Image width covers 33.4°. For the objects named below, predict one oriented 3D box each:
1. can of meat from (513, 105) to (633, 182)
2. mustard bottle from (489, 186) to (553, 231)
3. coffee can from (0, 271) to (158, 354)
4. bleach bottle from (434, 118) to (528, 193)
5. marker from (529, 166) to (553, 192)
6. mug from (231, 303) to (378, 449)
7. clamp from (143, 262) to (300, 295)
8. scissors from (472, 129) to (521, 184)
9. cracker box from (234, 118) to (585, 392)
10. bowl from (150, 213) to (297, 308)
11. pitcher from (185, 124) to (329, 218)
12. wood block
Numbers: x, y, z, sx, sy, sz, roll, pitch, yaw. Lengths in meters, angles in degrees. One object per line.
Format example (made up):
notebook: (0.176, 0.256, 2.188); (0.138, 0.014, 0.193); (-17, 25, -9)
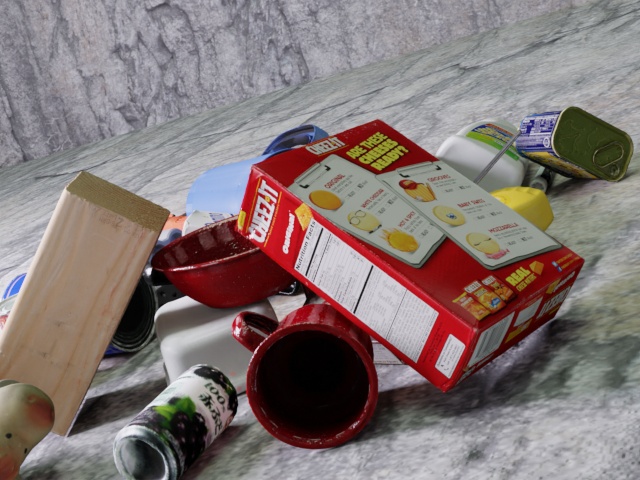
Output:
can of meat: (0.275, -0.104, 1.171); (0.102, 0.057, 0.084); (23, -5, -21)
mustard bottle: (0.141, 0.010, 0.975); (0.096, 0.058, 0.191); (-15, 14, 34)
coffee can: (-0.260, 0.076, 1.144); (0.141, 0.103, 0.102); (-10, 16, 30)
bleach bottle: (0.199, -0.106, 1.278); (0.102, 0.068, 0.250); (27, 22, 4)
marker: (0.261, -0.078, 1.239); (0.020, 0.020, 0.121); (-12, 15, 24)
mug: (-0.013, 0.088, 0.779); (0.093, 0.117, 0.081); (-60, 1, 12)
clamp: (-0.113, 0.035, 1.194); (0.164, 0.036, 0.210); (6, 3, -8)
scissors: (0.127, -0.030, 1.042); (0.096, 0.016, 0.202); (-46, -5, -31)
cracker box: (0.067, 0.004, 0.813); (0.214, 0.072, 0.163); (37, 37, 24)
bowl: (-0.068, 0.018, 0.961); (0.162, 0.055, 0.162); (-17, 14, 4)
pitcher: (-0.074, -0.052, 1.329); (0.149, 0.145, 0.243); (-23, 12, -25)
wood block: (-0.220, 0.054, 0.953); (0.090, 0.206, 0.091); (25, 13, -8)
